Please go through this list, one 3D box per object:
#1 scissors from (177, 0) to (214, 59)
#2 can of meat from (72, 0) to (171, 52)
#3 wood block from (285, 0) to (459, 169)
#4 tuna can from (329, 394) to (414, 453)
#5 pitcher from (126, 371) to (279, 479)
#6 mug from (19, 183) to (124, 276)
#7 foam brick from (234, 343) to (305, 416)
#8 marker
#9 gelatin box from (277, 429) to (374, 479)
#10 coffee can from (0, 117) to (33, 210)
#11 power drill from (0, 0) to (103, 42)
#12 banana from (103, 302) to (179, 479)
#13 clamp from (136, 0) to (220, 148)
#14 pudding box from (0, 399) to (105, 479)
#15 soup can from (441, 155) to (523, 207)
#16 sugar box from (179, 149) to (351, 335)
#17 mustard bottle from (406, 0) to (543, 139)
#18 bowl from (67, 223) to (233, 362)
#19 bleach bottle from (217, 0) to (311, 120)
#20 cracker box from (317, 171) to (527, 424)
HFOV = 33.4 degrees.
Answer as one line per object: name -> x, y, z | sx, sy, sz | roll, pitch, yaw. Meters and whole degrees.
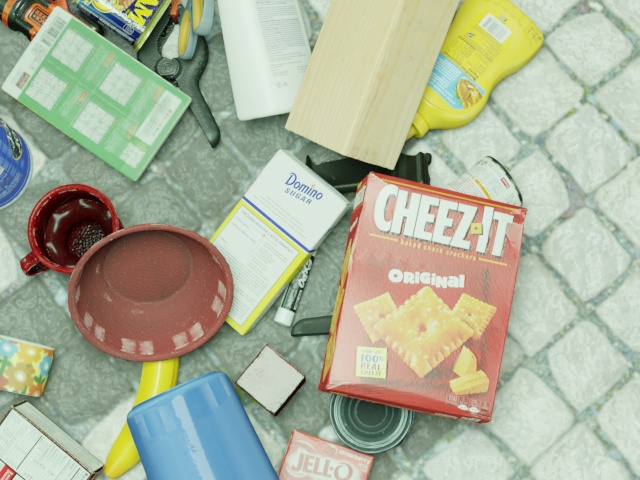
scissors -> -0.139, -0.275, 1.162 | 0.016, 0.096, 0.202 | 12, 40, -22
can of meat -> -0.201, -0.267, 1.133 | 0.084, 0.057, 0.102 | 34, 82, -15
wood block -> 0.056, -0.188, 1.083 | 0.091, 0.090, 0.206 | 28, 101, 40
tuna can -> 0.052, 0.171, 1.074 | 0.086, 0.033, 0.086 | -1, 84, 7
pitcher -> -0.104, 0.259, 1.028 | 0.145, 0.148, 0.243 | -29, 82, 39
mug -> -0.259, 0.002, 1.115 | 0.117, 0.081, 0.093 | -35, 81, -6
foam brick -> -0.050, 0.143, 1.087 | 0.053, 0.078, 0.051 | 39, 82, 5
marker -> -0.020, 0.032, 1.137 | 0.020, 0.020, 0.121 | 19, 80, 4
gelatin box -> 0.002, 0.241, 1.091 | 0.089, 0.030, 0.073 | 19, 80, 4
coffee can -> -0.368, -0.093, 1.106 | 0.103, 0.140, 0.103 | 0, 79, 1
power drill -> -0.281, -0.304, 1.188 | 0.184, 0.057, 0.187 | 36, 85, 3
banana -> -0.182, 0.149, 1.112 | 0.070, 0.037, 0.198 | -1, 77, 20
clamp -> -0.174, -0.178, 1.170 | 0.120, 0.039, 0.171 | -4, 74, -4
pudding box -> -0.291, 0.232, 1.086 | 0.113, 0.039, 0.090 | 38, 96, 5
soup can -> 0.152, -0.035, 1.122 | 0.102, 0.068, 0.068 | -34, 81, -6
sugar box -> -0.057, 0.001, 1.110 | 0.093, 0.048, 0.176 | 40, 97, 7
mustard bottle -> 0.145, -0.178, 1.153 | 0.096, 0.058, 0.191 | 43, 83, 7
bowl -> -0.169, 0.041, 1.061 | 0.162, 0.055, 0.162 | -6, 122, -10
bleach bottle -> -0.063, -0.256, 1.115 | 0.068, 0.102, 0.251 | -5, 99, 39
cracker box -> 0.099, 0.057, 1.032 | 0.164, 0.072, 0.213 | 13, 81, -6
